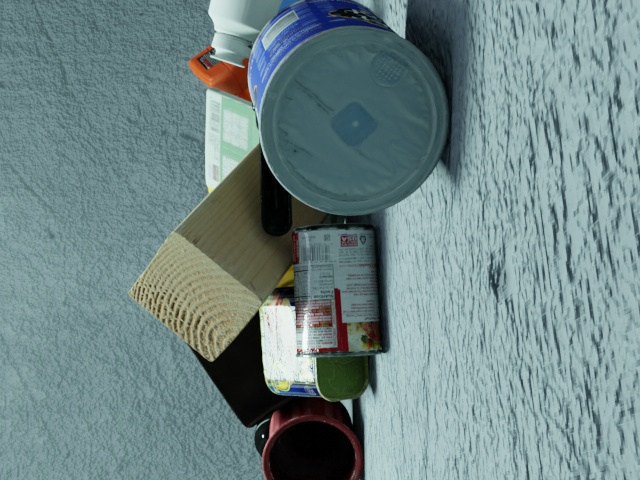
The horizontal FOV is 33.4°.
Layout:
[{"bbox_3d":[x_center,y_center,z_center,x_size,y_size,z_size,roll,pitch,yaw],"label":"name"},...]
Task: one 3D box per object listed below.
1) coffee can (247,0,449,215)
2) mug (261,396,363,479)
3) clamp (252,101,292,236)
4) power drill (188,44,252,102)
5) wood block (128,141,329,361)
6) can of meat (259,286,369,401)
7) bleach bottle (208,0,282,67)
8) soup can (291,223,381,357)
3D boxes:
[{"bbox_3d":[0.011,-0.085,0.631,0.140,0.102,0.103,-108,16,-69],"label":"coffee can"},{"bbox_3d":[-0.001,0.202,1.015,0.117,0.093,0.081,51,-172,-12],"label":"mug"},{"bbox_3d":[-0.039,-0.110,0.890,0.210,0.036,0.165,-105,19,-65],"label":"clamp"},{"bbox_3d":[-0.062,-0.116,1.140,0.187,0.057,0.185,60,173,-31],"label":"power drill"},{"bbox_3d":[-0.062,-0.005,0.914,0.090,0.091,0.205,-49,2,37],"label":"wood block"},{"bbox_3d":[-0.007,0.086,0.930,0.084,0.057,0.102,-7,85,52],"label":"can of meat"},{"bbox_3d":[-0.036,-0.257,0.814,0.102,0.068,0.251,-132,58,-78],"label":"bleach bottle"},{"bbox_3d":[0.012,0.040,0.843,0.068,0.068,0.102,142,126,-83],"label":"soup can"}]
